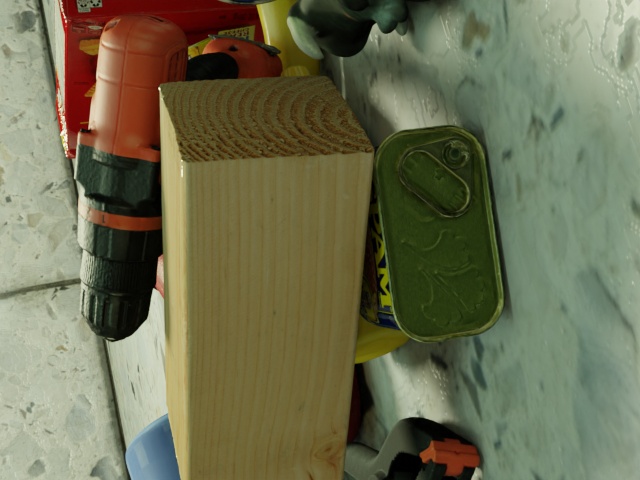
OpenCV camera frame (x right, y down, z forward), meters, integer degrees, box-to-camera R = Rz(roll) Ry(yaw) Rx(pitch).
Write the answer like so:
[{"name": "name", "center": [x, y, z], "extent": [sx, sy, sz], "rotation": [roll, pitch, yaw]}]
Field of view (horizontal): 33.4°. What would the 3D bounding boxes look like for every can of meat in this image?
[{"name": "can of meat", "center": [0.047, -0.003, 0.544], "extent": [0.084, 0.057, 0.102], "rotation": [176, 86, -76]}]

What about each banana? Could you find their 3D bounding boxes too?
[{"name": "banana", "center": [-0.036, -0.157, 0.730], "extent": [0.070, 0.037, 0.198], "rotation": [-8, 93, 30]}]

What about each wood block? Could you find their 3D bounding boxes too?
[{"name": "wood block", "center": [-0.034, 0.027, 0.562], "extent": [0.090, 0.090, 0.206], "rotation": [-115, 24, -54]}]

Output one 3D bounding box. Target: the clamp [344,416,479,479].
[{"name": "clamp", "center": [0.044, 0.149, 0.645], "extent": [0.172, 0.039, 0.120], "rotation": [120, 147, -44]}]

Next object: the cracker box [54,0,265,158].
[{"name": "cracker box", "center": [-0.126, -0.146, 0.852], "extent": [0.214, 0.164, 0.072], "rotation": [117, 143, -63]}]

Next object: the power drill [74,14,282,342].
[{"name": "power drill", "center": [-0.084, -0.048, 0.647], "extent": [0.187, 0.057, 0.184], "rotation": [-44, -33, -68]}]
